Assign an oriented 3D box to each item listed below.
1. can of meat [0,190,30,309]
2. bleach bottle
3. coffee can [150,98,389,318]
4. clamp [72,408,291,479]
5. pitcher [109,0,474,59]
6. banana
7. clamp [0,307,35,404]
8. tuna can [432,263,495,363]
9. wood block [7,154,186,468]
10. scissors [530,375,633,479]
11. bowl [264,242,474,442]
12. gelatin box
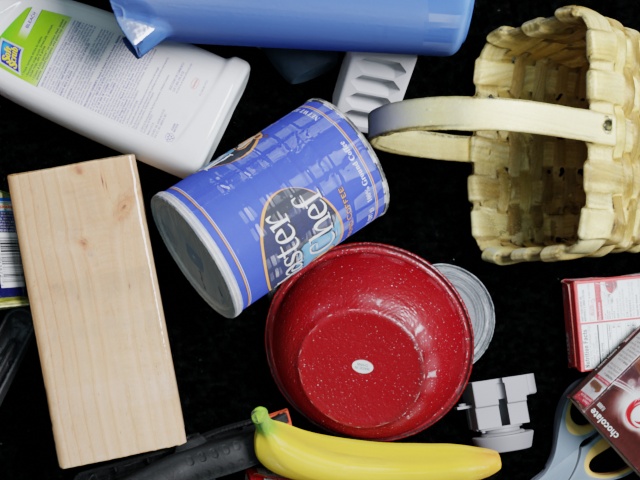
[{"bbox_3d":[-0.262,0.012,0.768,0.102,0.057,0.084,-9,86,26],"label":"can of meat"},{"bbox_3d":[-0.186,-0.139,0.795,0.251,0.068,0.102,25,80,-3],"label":"bleach bottle"},{"bbox_3d":[-0.036,-0.024,0.771,0.140,0.103,0.103,-34,93,-19],"label":"coffee can"},{"bbox_3d":[-0.097,0.163,0.772,0.171,0.120,0.039,-19,98,-11],"label":"clamp"},{"bbox_3d":[-0.017,-0.201,0.729,0.243,0.145,0.149,6,117,1],"label":"pitcher"},{"bbox_3d":[0.032,0.159,0.773,0.197,0.070,0.037,12,64,-20],"label":"banana"},{"bbox_3d":[-0.261,0.153,0.757,0.036,0.164,0.210,20,114,11],"label":"clamp"},{"bbox_3d":[0.091,0.061,0.837,0.086,0.034,0.086,0,88,-7],"label":"tuna can"},{"bbox_3d":[-0.160,0.050,0.777,0.090,0.091,0.206,-11,90,-7],"label":"wood block"},{"bbox_3d":[0.175,0.177,0.852,0.201,0.016,0.096,-22,94,-9],"label":"scissors"},{"bbox_3d":[0.033,0.086,0.790,0.162,0.055,0.162,2,105,8],"label":"bowl"},{"bbox_3d":[0.241,0.064,0.859,0.089,0.030,0.073,-5,90,-8],"label":"gelatin box"}]
